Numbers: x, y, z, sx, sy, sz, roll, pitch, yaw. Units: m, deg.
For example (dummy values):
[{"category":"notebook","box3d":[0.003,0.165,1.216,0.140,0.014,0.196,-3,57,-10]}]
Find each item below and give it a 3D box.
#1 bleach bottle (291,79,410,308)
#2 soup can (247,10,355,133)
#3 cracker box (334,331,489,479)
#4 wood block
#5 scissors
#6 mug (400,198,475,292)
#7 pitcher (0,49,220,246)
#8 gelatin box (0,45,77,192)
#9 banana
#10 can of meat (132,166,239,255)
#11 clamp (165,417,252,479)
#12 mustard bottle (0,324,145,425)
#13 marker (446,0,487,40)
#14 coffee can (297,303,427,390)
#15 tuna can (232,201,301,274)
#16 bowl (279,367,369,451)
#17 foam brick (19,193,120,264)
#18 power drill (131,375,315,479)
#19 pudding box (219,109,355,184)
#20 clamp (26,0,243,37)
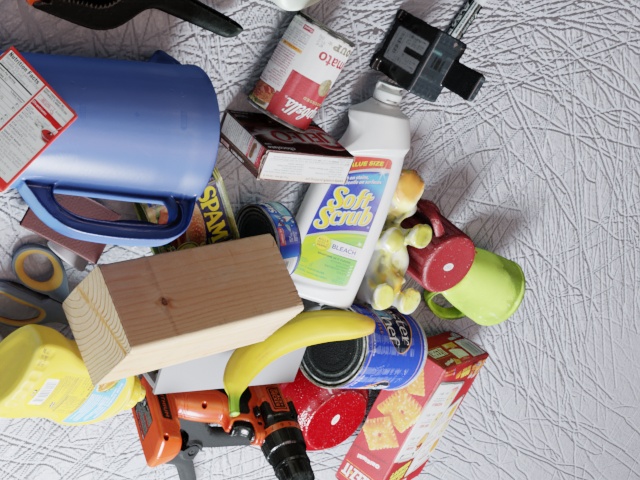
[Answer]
[{"category":"bleach bottle","box3d":[0.029,-0.056,1.175,0.102,0.068,0.251,17,106,-5]},{"category":"soup can","box3d":[-0.019,-0.168,1.062,0.068,0.069,0.102,20,106,-44]},{"category":"cracker box","box3d":[0.122,0.230,1.425,0.164,0.072,0.214,-5,126,-61]},{"category":"wood block","box3d":[-0.132,0.064,1.050,0.205,0.091,0.090,-11,159,-41]},{"category":"scissors","box3d":[-0.241,0.062,1.072,0.201,0.016,0.096,15,104,-33]},{"category":"mug","box3d":[0.132,0.001,1.289,0.093,0.082,0.117,-26,133,-20]},{"category":"pitcher","box3d":[-0.216,-0.089,0.915,0.242,0.149,0.145,2,118,-34]},{"category":"gelatin box","box3d":[-0.242,-0.092,0.815,0.073,0.030,0.089,48,68,-21]},{"category":"banana","box3d":[-0.034,0.118,1.169,0.197,0.069,0.037,-30,169,-21]},{"category":"can of meat","box3d":[-0.138,-0.029,1.079,0.083,0.057,0.102,-27,133,-16]},{"category":"clamp","box3d":[-0.148,0.237,1.275,0.120,0.039,0.171,-42,136,-8]},{"category":"mustard bottle","box3d":[-0.244,0.142,1.068,0.096,0.058,0.191,-51,146,10]},{"category":"marker","box3d":[0.161,-0.247,1.178,0.020,0.020,0.121,26,102,-45]},{"category":"coffee can","box3d":[0.051,0.128,1.285,0.140,0.103,0.103,12,112,-55]},{"category":"tuna can","box3d":[-0.057,0.001,1.140,0.033,0.086,0.086,-10,125,-37]},{"category":"bowl","box3d":[0.006,0.215,1.367,0.161,0.055,0.162,-20,130,-26]},{"category":"foam brick","box3d":[-0.231,-0.019,0.987,0.078,0.051,0.053,30,83,-14]},{"category":"power drill","box3d":[-0.108,0.213,1.198,0.187,0.184,0.057,7,126,-32]},{"category":"pudding box","box3d":[-0.035,-0.094,1.086,0.113,0.090,0.039,-1,121,-37]},{"category":"clamp","box3d":[-0.156,-0.228,0.934,0.209,0.036,0.164,-24,132,-19]}]
